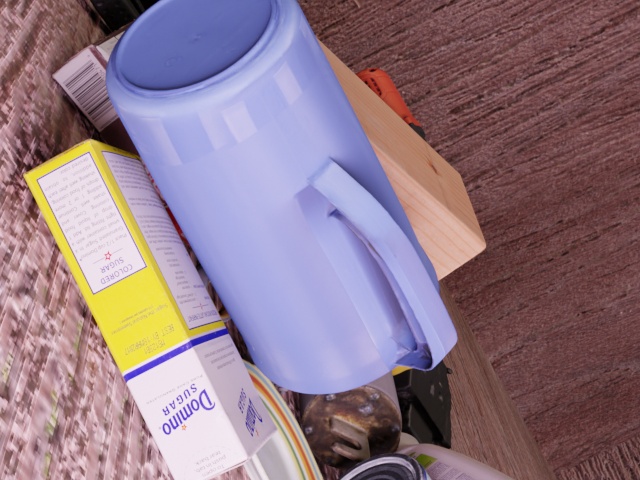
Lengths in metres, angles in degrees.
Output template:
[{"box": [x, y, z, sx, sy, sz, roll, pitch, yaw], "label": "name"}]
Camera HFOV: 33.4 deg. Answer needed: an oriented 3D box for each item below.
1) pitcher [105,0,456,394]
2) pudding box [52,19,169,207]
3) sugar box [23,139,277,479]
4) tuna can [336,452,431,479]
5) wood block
[{"box": [-0.016, -0.024, 0.612, 0.242, 0.149, 0.145, 62, 22, -45], "label": "pitcher"}, {"box": [-0.115, -0.086, 0.713, 0.113, 0.039, 0.090, 53, 20, -12], "label": "pudding box"}, {"box": [-0.086, 0.037, 0.560, 0.093, 0.048, 0.176, 12, 53, -83], "label": "sugar box"}, {"box": [0.038, 0.180, 0.700, 0.033, 0.086, 0.086, 57, 10, -21], "label": "tuna can"}, {"box": [0.020, -0.050, 0.770, 0.205, 0.090, 0.091, 37, 28, -38], "label": "wood block"}]
